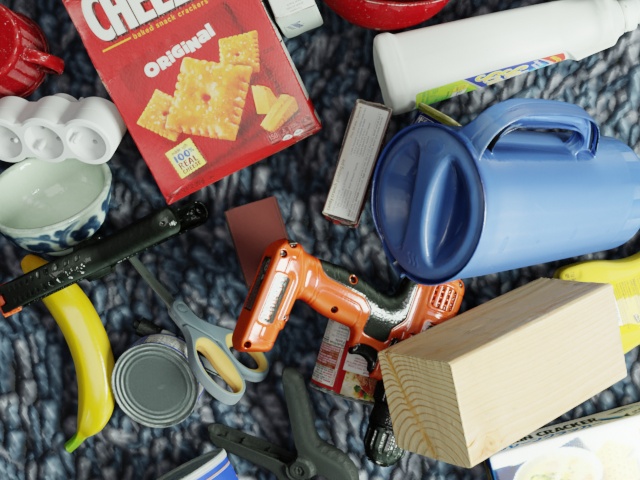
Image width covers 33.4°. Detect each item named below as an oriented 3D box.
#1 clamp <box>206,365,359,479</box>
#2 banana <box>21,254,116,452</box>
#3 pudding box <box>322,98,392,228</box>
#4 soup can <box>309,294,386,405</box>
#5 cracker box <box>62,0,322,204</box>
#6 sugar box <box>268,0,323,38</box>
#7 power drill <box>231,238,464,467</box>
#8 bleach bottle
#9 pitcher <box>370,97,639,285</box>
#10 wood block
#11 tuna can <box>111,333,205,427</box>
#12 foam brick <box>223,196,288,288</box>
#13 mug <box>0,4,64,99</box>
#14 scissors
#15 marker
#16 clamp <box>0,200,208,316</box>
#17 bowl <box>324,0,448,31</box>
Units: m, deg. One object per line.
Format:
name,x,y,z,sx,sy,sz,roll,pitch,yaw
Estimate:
clamp,-0.028,0.212,1.021,0.120,0.039,0.171,-29,95,29
banana,-0.237,0.104,1.032,0.069,0.037,0.198,-13,89,1
pudding box,0.035,-0.069,1.002,0.039,0.090,0.113,15,89,2
soup can,0.036,0.097,1.011,0.068,0.068,0.102,16,89,1
cracker box,-0.116,-0.165,0.990,0.164,0.072,0.213,-25,103,5
sugar box,-0.051,-0.285,1.004,0.048,0.093,0.176,-19,89,5
power drill,0.021,0.091,0.944,0.187,0.057,0.184,21,84,-14
bleach bottle,0.177,-0.183,0.993,0.251,0.102,0.068,-15,84,2
pitcher,0.178,-0.044,0.924,0.242,0.149,0.145,-5,93,-37
wood block,0.161,0.107,0.920,0.205,0.090,0.091,-20,104,-35
tuna can,-0.154,0.133,1.020,0.086,0.033,0.086,2,105,9
foam brick,-0.057,0.001,1.021,0.051,0.053,0.078,-17,89,1
mug,-0.302,-0.179,1.013,0.117,0.081,0.093,16,90,1
scissors,-0.118,0.073,1.032,0.016,0.096,0.202,-52,57,30
marker,-0.128,0.108,1.038,0.121,0.020,0.020,27,90,1
clamp,-0.200,0.014,0.983,0.210,0.164,0.036,-25,91,12
bowl,0.057,-0.244,0.997,0.162,0.055,0.162,4,45,-5
